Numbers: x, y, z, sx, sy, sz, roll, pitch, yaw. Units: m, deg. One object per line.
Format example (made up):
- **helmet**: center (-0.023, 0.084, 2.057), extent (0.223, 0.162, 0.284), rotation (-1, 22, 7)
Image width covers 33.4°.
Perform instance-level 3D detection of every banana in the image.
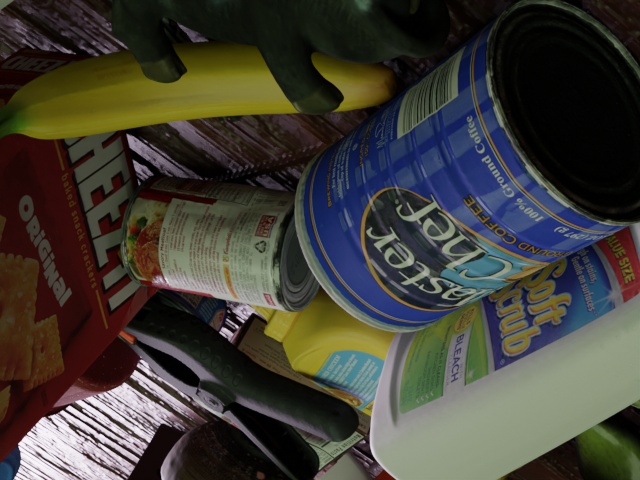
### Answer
- **banana**: center (-0.064, -0.071, 0.520), extent (0.197, 0.069, 0.037), rotation (-10, 128, -7)

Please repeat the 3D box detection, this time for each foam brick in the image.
- **foam brick**: center (-0.128, 0.203, 0.886), extent (0.053, 0.078, 0.051), rotation (21, 143, 10)

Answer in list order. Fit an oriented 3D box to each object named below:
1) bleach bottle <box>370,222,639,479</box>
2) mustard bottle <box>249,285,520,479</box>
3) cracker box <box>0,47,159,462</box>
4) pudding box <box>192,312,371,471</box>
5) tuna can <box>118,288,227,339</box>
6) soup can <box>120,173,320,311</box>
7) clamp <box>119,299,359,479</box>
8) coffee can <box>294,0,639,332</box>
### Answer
- **bleach bottle**: center (0.124, 0.033, 0.484), extent (0.068, 0.102, 0.251), rotation (36, 134, -14)
- **mustard bottle**: center (0.040, 0.076, 0.649), extent (0.191, 0.058, 0.096), rotation (29, 152, -1)
- **cracker box**: center (-0.177, 0.016, 0.569), extent (0.072, 0.213, 0.164), rotation (10, 127, 24)
- **pudding box**: center (-0.025, 0.110, 0.748), extent (0.113, 0.039, 0.090), rotation (32, 141, -7)
- **tuna can**: center (-0.107, 0.045, 0.729), extent (0.086, 0.033, 0.086), rotation (17, 141, 14)
- **soup can**: center (-0.054, 0.001, 0.617), extent (0.102, 0.068, 0.068), rotation (9, 138, 23)
- **clamp**: center (-0.057, 0.098, 0.691), extent (0.171, 0.039, 0.120), rotation (31, 144, 13)
- **coffee can**: center (0.068, -0.028, 0.479), extent (0.102, 0.102, 0.141), rotation (40, 141, -14)
